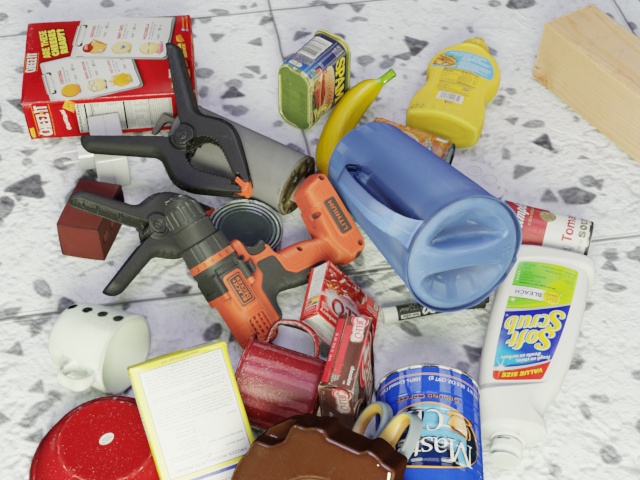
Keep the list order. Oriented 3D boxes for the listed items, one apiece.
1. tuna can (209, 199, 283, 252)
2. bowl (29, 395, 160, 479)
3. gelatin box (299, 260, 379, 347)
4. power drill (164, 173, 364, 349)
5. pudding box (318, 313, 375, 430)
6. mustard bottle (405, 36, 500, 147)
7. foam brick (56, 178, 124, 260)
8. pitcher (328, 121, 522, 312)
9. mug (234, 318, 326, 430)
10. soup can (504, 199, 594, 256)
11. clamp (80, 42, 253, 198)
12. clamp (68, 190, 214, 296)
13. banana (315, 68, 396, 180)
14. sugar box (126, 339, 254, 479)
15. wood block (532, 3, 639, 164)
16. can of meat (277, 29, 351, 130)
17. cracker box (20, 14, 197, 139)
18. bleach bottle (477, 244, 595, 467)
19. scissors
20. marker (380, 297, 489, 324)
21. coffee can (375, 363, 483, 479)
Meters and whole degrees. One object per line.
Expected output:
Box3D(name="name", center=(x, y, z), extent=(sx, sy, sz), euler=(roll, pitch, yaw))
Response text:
Box3D(name="tuna can", center=(-0.086, -0.004, 1.212), extent=(0.086, 0.034, 0.086), euler=(4, 50, -5))
Box3D(name="bowl", center=(-0.200, 0.204, 1.014), extent=(0.162, 0.055, 0.162), euler=(1, 48, -1))
Box3D(name="gelatin box", center=(0.022, 0.076, 1.116), extent=(0.030, 0.089, 0.073), euler=(-26, 34, 35))
Box3D(name="power drill", center=(-0.058, 0.001, 1.150), extent=(0.187, 0.057, 0.184), euler=(-33, 94, -28))
Box3D(name="pudding box", center=(0.027, 0.141, 1.038), extent=(0.039, 0.113, 0.090), euler=(9, 49, 11))
Box3D(name="mustard bottle", center=(0.181, -0.203, 1.385), extent=(0.096, 0.058, 0.191), euler=(15, 50, 13))
Box3D(name="foam brick", center=(-0.260, -0.024, 1.216), extent=(0.051, 0.053, 0.078), euler=(11, 49, 7))
Box3D(name="pitcher", center=(0.093, -0.041, 1.155), extent=(0.145, 0.149, 0.243), euler=(-25, 36, -11))
Box3D(name="mug", center=(-0.037, 0.135, 1.050), extent=(0.081, 0.093, 0.117), euler=(16, 82, 6))
Box3D(name="soup can", center=(0.249, -0.001, 1.201), extent=(0.102, 0.068, 0.068), euler=(14, 49, 10))
Box3D(name="clamp", center=(-0.166, -0.111, 1.231), extent=(0.164, 0.036, 0.210), euler=(-43, 73, -4))
Box3D(name="clamp", center=(-0.189, -0.002, 1.186), extent=(0.171, 0.039, 0.120), euler=(-6, 80, -35))
Box3D(name="banana", center=(0.030, -0.142, 1.325), extent=(0.037, 0.070, 0.197), euler=(38, 56, -16))
Box3D(name="sugar box", center=(-0.108, 0.187, 0.976), extent=(0.093, 0.048, 0.176), euler=(-16, 91, -13))
Box3D(name="wood block", center=(0.380, -0.203, 1.369), extent=(0.090, 0.091, 0.206), euler=(-25, 53, -23))
Box3D(name="can of meat", center=(-0.009, -0.201, 1.350), extent=(0.057, 0.102, 0.083), euler=(30, 56, 23))
Box3D(name="cracker box", center=(-0.267, -0.211, 1.371), extent=(0.213, 0.072, 0.164), euler=(-5, 48, -5))
Box3D(name="bleach bottle", center=(0.218, 0.120, 1.097), extent=(0.102, 0.068, 0.250), euler=(11, 51, 11))
Box3D(name="scissors", center=(0.020, 0.226, 0.968), extent=(0.016, 0.202, 0.096), euler=(33, 13, -25))
Box3D(name="marker", center=(0.126, 0.073, 1.164), extent=(0.121, 0.020, 0.020), euler=(-9, 49, -10))
Box3D(name="coffee can", center=(0.100, 0.201, 0.993), extent=(0.103, 0.103, 0.140), euler=(3, 48, 1))
